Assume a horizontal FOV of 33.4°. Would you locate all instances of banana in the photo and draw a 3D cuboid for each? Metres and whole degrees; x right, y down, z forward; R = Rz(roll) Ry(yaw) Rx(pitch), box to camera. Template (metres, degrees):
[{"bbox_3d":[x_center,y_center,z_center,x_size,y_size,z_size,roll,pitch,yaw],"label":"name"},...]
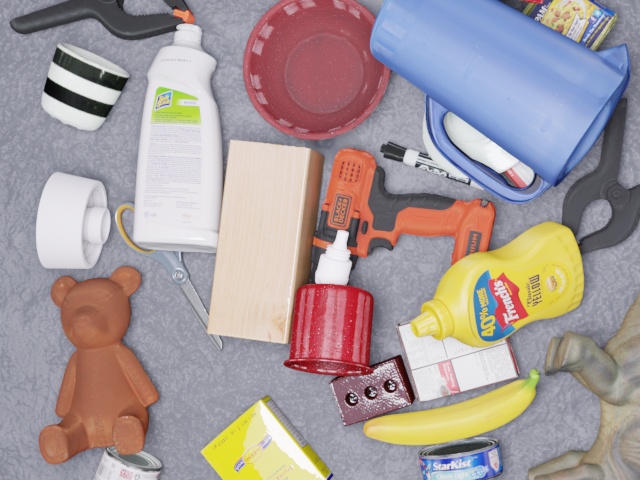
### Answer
[{"bbox_3d":[0.146,0.182,1.128,0.198,0.037,0.069,-22,127,15],"label":"banana"}]

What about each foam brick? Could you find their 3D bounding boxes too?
[{"bbox_3d":[0.057,0.161,1.148,0.078,0.051,0.053,-21,85,9],"label":"foam brick"}]

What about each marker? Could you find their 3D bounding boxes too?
[{"bbox_3d":[0.123,-0.082,1.160,0.121,0.020,0.020,19,92,10],"label":"marker"}]

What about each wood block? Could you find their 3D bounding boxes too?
[{"bbox_3d":[-0.057,0.001,1.155,0.091,0.090,0.206,7,90,10],"label":"wood block"}]

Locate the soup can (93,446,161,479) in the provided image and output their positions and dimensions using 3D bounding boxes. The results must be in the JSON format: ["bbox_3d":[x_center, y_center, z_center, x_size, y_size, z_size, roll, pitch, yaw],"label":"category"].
[{"bbox_3d":[-0.225,0.287,1.188,0.068,0.068,0.102,21,92,10],"label":"soup can"}]

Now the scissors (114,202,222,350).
[{"bbox_3d":[-0.150,0.021,1.208,0.202,0.016,0.096,45,96,8],"label":"scissors"}]

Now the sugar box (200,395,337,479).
[{"bbox_3d":[-0.039,0.267,1.166,0.093,0.048,0.176,-42,81,6],"label":"sugar box"}]

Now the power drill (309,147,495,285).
[{"bbox_3d":[0.085,0.006,1.144,0.188,0.057,0.184,13,98,9],"label":"power drill"}]

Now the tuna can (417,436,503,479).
[{"bbox_3d":[0.146,0.231,1.113,0.086,0.086,0.034,-11,88,10],"label":"tuna can"}]

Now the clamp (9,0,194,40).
[{"bbox_3d":[-0.241,-0.297,1.223,0.210,0.036,0.164,14,91,8],"label":"clamp"}]

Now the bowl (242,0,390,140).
[{"bbox_3d":[-0.001,-0.187,1.167,0.162,0.055,0.162,0,88,10],"label":"bowl"}]

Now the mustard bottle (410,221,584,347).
[{"bbox_3d":[0.175,0.055,1.079,0.191,0.058,0.096,-21,115,-20],"label":"mustard bottle"}]

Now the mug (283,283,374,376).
[{"bbox_3d":[0.016,0.095,1.103,0.093,0.117,0.081,-1,74,21],"label":"mug"}]

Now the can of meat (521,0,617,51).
[{"bbox_3d":[0.250,-0.218,1.122,0.084,0.057,0.102,36,94,8],"label":"can of meat"}]

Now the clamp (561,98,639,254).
[{"bbox_3d":[0.304,-0.060,1.116,0.171,0.039,0.120,-43,80,7],"label":"clamp"}]

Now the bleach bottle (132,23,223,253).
[{"bbox_3d":[-0.148,-0.115,1.182,0.102,0.068,0.251,4,81,2],"label":"bleach bottle"}]

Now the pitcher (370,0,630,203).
[{"bbox_3d":[0.168,-0.161,1.060,0.243,0.145,0.149,34,64,14],"label":"pitcher"}]

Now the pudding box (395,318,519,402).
[{"bbox_3d":[0.146,0.117,1.141,0.113,0.039,0.090,-17,85,8],"label":"pudding box"}]
